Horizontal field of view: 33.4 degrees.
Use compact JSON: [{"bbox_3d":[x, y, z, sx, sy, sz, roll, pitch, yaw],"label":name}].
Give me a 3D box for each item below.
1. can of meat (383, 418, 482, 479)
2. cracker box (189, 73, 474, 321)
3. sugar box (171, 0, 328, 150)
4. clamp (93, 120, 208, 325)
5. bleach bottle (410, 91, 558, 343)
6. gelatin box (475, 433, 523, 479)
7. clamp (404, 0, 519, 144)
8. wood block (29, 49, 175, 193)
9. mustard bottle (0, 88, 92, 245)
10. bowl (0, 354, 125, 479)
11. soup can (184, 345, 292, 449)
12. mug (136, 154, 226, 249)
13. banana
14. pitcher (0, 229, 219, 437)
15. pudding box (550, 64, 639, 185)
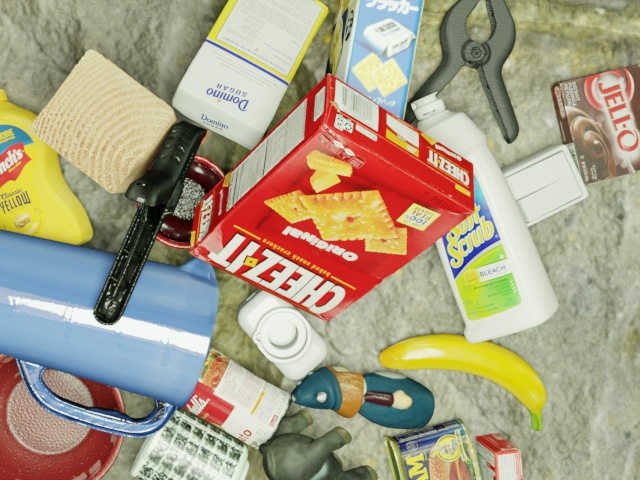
[{"bbox_3d":[0.120,0.245,1.117,0.084,0.057,0.102,-14,94,-7],"label":"can of meat"},{"bbox_3d":[0.007,-0.028,0.957,0.164,0.072,0.214,29,133,-24],"label":"cracker box"},{"bbox_3d":[-0.067,-0.181,1.044,0.093,0.048,0.176,28,62,-6],"label":"sugar box"},{"bbox_3d":[-0.141,-0.046,0.935,0.036,0.165,0.209,23,49,-4],"label":"clamp"},{"bbox_3d":[0.148,-0.027,1.082,0.103,0.068,0.251,-21,96,35],"label":"bleach bottle"},{"bbox_3d":[0.189,0.253,1.116,0.030,0.073,0.089,-5,93,-7],"label":"gelatin box"},{"bbox_3d":[0.167,-0.184,1.108,0.120,0.039,0.171,19,91,-8],"label":"clamp"},{"bbox_3d":[-0.193,-0.105,0.992,0.091,0.206,0.090,37,89,-7],"label":"wood block"},{"bbox_3d":[-0.304,-0.073,1.055,0.096,0.058,0.191,-20,94,15],"label":"mustard bottle"},{"bbox_3d":[-0.275,0.177,1.074,0.162,0.055,0.162,0,93,-6],"label":"bowl"},{"bbox_3d":[-0.087,0.160,1.086,0.102,0.068,0.068,31,89,-7],"label":"soup can"},{"bbox_3d":[-0.123,-0.043,1.065,0.117,0.081,0.093,-16,94,-5],"label":"mug"},{"bbox_3d":[0.162,0.137,1.125,0.197,0.037,0.069,24,90,-6],"label":"banana"},{"bbox_3d":[-0.226,0.076,1.000,0.242,0.145,0.149,15,48,-13],"label":"pitcher"},{"bbox_3d":[0.300,-0.121,1.124,0.090,0.039,0.113,-14,94,-5],"label":"pudding box"}]
